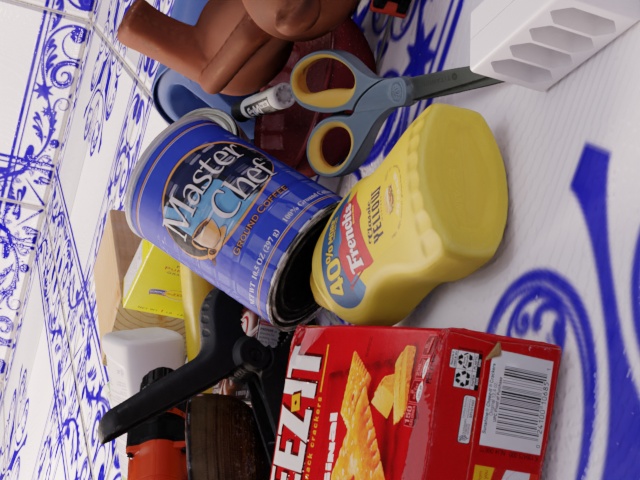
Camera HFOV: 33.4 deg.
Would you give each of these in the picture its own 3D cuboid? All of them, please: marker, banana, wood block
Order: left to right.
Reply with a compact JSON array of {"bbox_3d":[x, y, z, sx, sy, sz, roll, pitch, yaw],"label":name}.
[{"bbox_3d":[-0.204,0.055,1.227,0.206,0.090,0.091,-116,43,-59],"label":"wood block"},{"bbox_3d":[-0.107,0.083,0.967,0.070,0.037,0.198,51,148,45],"label":"banana"},{"bbox_3d":[-0.048,-0.109,0.849,0.121,0.020,0.020,-178,100,-69],"label":"marker"}]

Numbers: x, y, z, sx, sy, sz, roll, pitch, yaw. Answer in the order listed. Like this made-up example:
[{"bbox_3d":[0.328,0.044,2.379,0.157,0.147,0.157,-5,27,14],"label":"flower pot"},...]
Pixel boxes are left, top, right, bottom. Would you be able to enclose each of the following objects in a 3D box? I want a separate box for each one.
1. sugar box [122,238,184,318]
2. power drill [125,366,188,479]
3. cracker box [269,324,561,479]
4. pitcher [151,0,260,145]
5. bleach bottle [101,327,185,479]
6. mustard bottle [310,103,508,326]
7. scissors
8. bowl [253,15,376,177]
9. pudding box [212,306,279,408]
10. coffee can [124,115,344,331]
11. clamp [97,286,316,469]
[{"bbox_3d":[-0.125,0.008,1.041,0.176,0.093,0.048,123,151,-45],"label":"sugar box"},{"bbox_3d":[-0.124,0.220,0.873,0.184,0.057,0.188,-98,4,-60],"label":"power drill"},{"bbox_3d":[0.035,0.130,0.582,0.214,0.072,0.164,170,112,-69],"label":"cracker box"},{"bbox_3d":[-0.076,-0.214,1.016,0.149,0.144,0.243,-33,43,46],"label":"pitcher"},{"bbox_3d":[-0.158,0.212,1.002,0.103,0.068,0.251,-177,83,-67],"label":"bleach bottle"},{"bbox_3d":[0.041,0.001,0.658,0.192,0.058,0.096,135,137,-56],"label":"mustard bottle"},{"bbox_3d":[0.047,-0.077,0.685,0.202,0.016,0.096,20,113,47],"label":"scissors"},{"bbox_3d":[0.000,-0.113,0.836,0.162,0.055,0.162,-168,90,-70],"label":"bowl"},{"bbox_3d":[-0.054,0.092,0.885,0.114,0.039,0.090,156,124,-65],"label":"pudding box"},{"bbox_3d":[-0.055,-0.014,0.762,0.140,0.102,0.103,32,114,26],"label":"coffee can"},{"bbox_3d":[-0.063,0.090,0.775,0.036,0.164,0.210,-44,29,51],"label":"clamp"}]
